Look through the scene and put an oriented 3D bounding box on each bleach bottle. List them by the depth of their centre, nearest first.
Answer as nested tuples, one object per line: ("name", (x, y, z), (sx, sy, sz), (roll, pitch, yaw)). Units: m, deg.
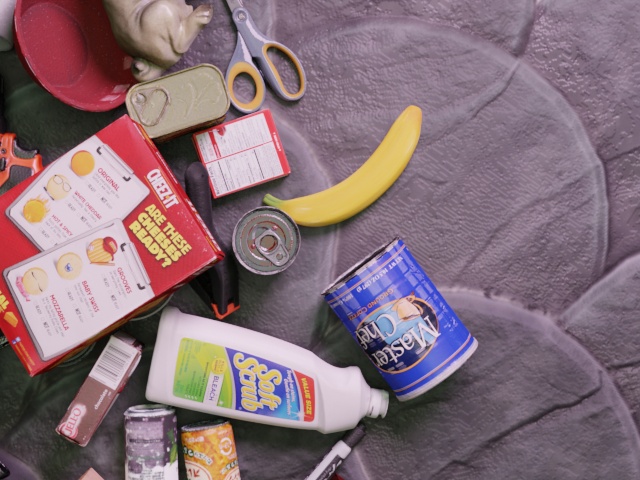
("bleach bottle", (-0.051, 0.142, 1.122), (0.250, 0.068, 0.102), (11, 99, -5))

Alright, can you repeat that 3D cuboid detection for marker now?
("marker", (0.007, 0.243, 1.147), (0.020, 0.020, 0.121), (41, 87, -2))

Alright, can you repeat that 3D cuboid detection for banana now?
("banana", (0.038, -0.069, 1.145), (0.197, 0.037, 0.069), (-31, 92, -4))

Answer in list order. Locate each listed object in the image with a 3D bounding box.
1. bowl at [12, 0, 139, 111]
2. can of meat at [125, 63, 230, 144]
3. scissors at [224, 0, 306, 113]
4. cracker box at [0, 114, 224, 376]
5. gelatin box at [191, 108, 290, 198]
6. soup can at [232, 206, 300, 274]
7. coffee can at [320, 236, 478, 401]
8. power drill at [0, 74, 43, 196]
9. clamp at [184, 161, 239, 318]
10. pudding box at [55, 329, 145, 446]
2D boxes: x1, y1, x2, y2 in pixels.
("bowl", (-0.258, -0.206, 1.095), (0.161, 0.055, 0.162), (11, 75, -48))
("can of meat", (-0.146, -0.139, 1.111), (0.102, 0.084, 0.057), (-18, 91, -4))
("scissors", (-0.096, -0.222, 1.150), (0.096, 0.016, 0.202), (-40, 92, -4))
("cracker box", (-0.226, 0.006, 1.035), (0.214, 0.072, 0.164), (-33, 88, 3))
("gelatin box", (-0.085, -0.092, 1.141), (0.089, 0.030, 0.073), (-19, 92, -4))
("soup can", (-0.057, 0.001, 1.105), (0.068, 0.102, 0.068), (0, 89, -4))
("coffee can", (0.082, 0.081, 1.113), (0.103, 0.103, 0.140), (-37, 91, -4))
("power drill", (-0.288, -0.089, 1.116), (0.187, 0.057, 0.184), (4, 91, -1))
("clamp", (-0.135, -0.002, 1.117), (0.039, 0.120, 0.171), (-25, 109, -30))
("pudding box", (-0.225, 0.150, 1.098), (0.039, 0.090, 0.113), (33, 86, -6))
